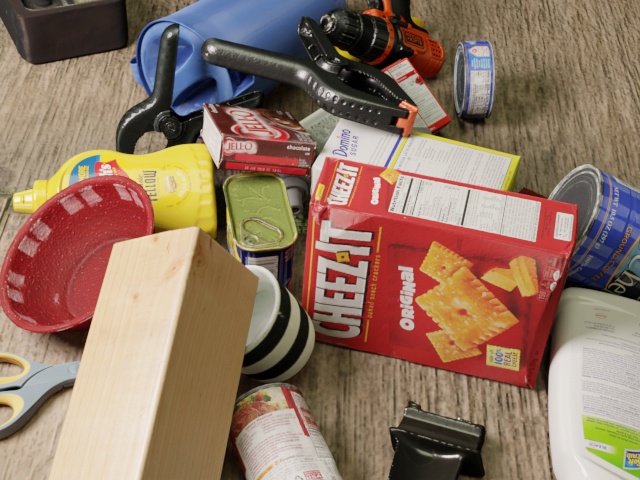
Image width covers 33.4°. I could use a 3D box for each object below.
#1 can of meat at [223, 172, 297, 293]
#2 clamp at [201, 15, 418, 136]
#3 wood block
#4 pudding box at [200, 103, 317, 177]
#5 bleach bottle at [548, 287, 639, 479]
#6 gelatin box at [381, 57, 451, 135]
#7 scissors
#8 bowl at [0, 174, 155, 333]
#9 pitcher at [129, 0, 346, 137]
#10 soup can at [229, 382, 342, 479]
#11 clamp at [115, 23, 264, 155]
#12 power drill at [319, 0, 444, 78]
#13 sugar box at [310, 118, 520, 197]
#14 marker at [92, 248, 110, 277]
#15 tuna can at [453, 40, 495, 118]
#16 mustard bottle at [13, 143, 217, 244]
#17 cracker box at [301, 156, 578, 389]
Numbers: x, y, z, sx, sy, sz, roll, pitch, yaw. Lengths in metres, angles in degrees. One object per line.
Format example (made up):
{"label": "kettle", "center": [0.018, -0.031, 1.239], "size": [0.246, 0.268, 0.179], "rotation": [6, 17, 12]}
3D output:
{"label": "can of meat", "center": [-0.056, 0.001, 0.981], "size": [0.057, 0.084, 0.102], "rotation": [-6, 45, -10]}
{"label": "clamp", "center": [0.011, -0.165, 1.045], "size": [0.210, 0.036, 0.164], "rotation": [28, 35, 19]}
{"label": "wood block", "center": [-0.123, 0.105, 0.809], "size": [0.090, 0.090, 0.206], "rotation": [-10, 55, 31]}
{"label": "pudding box", "center": [-0.061, -0.096, 1.013], "size": [0.090, 0.039, 0.113], "rotation": [5, 18, -18]}
{"label": "bleach bottle", "center": [0.224, 0.154, 0.860], "size": [0.102, 0.068, 0.250], "rotation": [13, 47, 7]}
{"label": "gelatin box", "center": [0.087, -0.145, 1.153], "size": [0.073, 0.030, 0.089], "rotation": [-33, 86, -33]}
{"label": "scissors", "center": [-0.214, 0.126, 0.891], "size": [0.201, 0.016, 0.096], "rotation": [1, 46, -3]}
{"label": "bowl", "center": [-0.203, 0.022, 0.944], "size": [0.162, 0.055, 0.162], "rotation": [-15, 52, 20]}
{"label": "pitcher", "center": [-0.087, -0.226, 1.192], "size": [0.149, 0.145, 0.242], "rotation": [43, 49, 7]}
{"label": "soup can", "center": [-0.027, 0.170, 0.822], "size": [0.068, 0.068, 0.102], "rotation": [-14, 47, -17]}
{"label": "clamp", "center": [-0.140, -0.118, 1.070], "size": [0.120, 0.172, 0.039], "rotation": [30, 18, -12]}
{"label": "power drill", "center": [0.057, -0.281, 1.209], "size": [0.184, 0.057, 0.187], "rotation": [10, 64, -46]}
{"label": "sugar box", "center": [0.088, -0.058, 0.992], "size": [0.176, 0.048, 0.093], "rotation": [14, 43, 15]}
{"label": "marker", "center": [-0.176, 0.052, 0.968], "size": [0.020, 0.020, 0.121], "rotation": [-20, 49, -23]}
{"label": "tuna can", "center": [0.169, -0.178, 1.180], "size": [0.033, 0.086, 0.086], "rotation": [0, 44, -2]}
{"label": "mustard bottle", "center": [-0.197, -0.041, 1.028], "size": [0.191, 0.058, 0.096], "rotation": [-3, 72, -6]}
{"label": "cracker box", "center": [0.094, 0.030, 0.905], "size": [0.214, 0.164, 0.072], "rotation": [12, 43, 7]}
